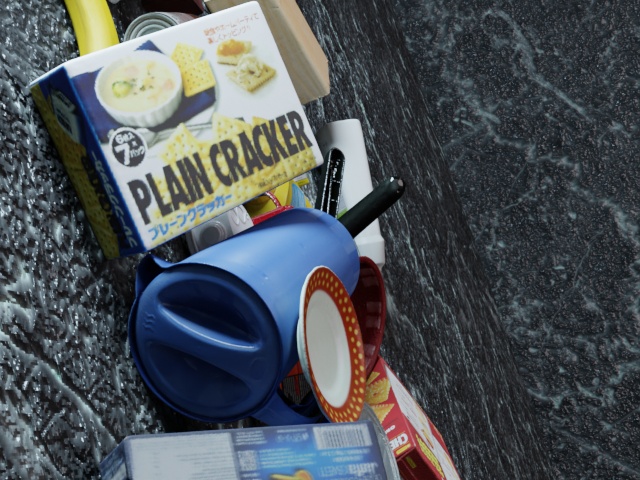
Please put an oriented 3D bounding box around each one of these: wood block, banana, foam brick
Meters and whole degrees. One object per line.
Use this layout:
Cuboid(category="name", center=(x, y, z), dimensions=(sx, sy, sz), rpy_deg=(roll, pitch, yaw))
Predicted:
Cuboid(category="wood block", center=(-0.071, -0.288, 1.474), dimensions=(0.091, 0.090, 0.206), rpy_deg=(-93, 157, -47))
Cuboid(category="banana", center=(-0.214, -0.207, 0.955), dimensions=(0.069, 0.037, 0.198), rpy_deg=(21, 49, -72))
Cuboid(category="foam brick", center=(-0.169, -0.288, 1.198), dimensions=(0.053, 0.051, 0.078), rpy_deg=(45, 29, -59))

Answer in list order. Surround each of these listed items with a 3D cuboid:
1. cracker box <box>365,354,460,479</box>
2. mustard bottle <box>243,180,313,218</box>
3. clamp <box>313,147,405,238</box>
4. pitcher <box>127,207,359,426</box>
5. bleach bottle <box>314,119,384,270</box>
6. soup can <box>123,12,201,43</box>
Cuboid(category="cracker box", center=(0.104, 0.257, 1.277), dimensions=(0.164, 0.072, 0.214), rpy_deg=(54, 7, -23))
Cuboid(category="mustard bottle", center=(-0.042, -0.023, 1.271), dimensions=(0.191, 0.058, 0.096), rpy_deg=(53, 38, -46))
Cuboid(category="clamp", center=(0.003, -0.006, 1.201), dimensions=(0.036, 0.210, 0.165), rpy_deg=(28, 10, -29))
Cuboid(category="pitcher", center=(-0.044, 0.058, 0.923), dimensions=(0.242, 0.145, 0.149), rpy_deg=(-37, 127, -64))
Cuboid(category="bleach bottle", center=(0.050, -0.050, 1.613), dimensions=(0.103, 0.068, 0.251), rpy_deg=(135, -56, -72))
Cuboid(category="soup can", center=(-0.154, -0.200, 1.101), dimensions=(0.102, 0.068, 0.068), rpy_deg=(-42, 110, -74))
